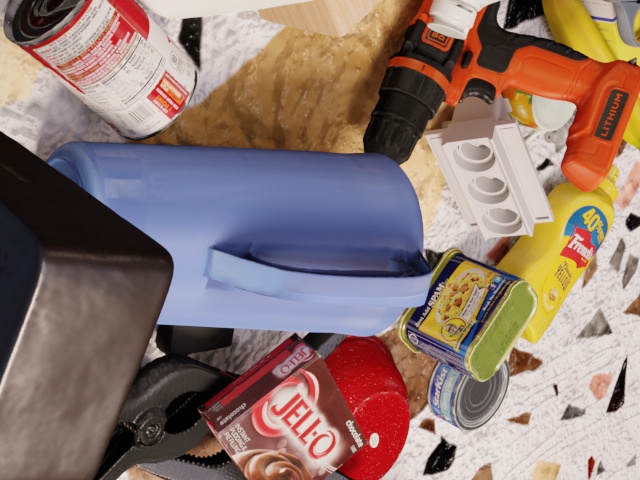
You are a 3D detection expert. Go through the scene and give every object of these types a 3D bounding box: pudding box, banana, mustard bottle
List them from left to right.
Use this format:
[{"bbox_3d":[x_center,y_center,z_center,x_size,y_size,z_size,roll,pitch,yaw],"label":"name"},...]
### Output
[{"bbox_3d":[-0.025,0.134,0.768,0.090,0.039,0.113,-37,134,-12],"label":"pudding box"},{"bbox_3d":[0.236,0.002,1.047,0.191,0.058,0.096,-53,136,-13],"label":"mustard bottle"},{"bbox_3d":[0.255,-0.162,0.978,0.037,0.069,0.197,-36,104,2],"label":"banana"}]

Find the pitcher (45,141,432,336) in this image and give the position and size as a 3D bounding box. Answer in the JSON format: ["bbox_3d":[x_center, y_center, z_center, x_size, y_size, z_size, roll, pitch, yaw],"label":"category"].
[{"bbox_3d":[-0.055,0.001,0.698,0.242,0.149,0.145,2,63,-36],"label":"pitcher"}]

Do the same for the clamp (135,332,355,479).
[{"bbox_3d":[-0.048,0.132,0.820,0.209,0.036,0.164,0,94,-25],"label":"clamp"}]

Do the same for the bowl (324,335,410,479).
[{"bbox_3d":[0.026,0.162,0.921,0.161,0.055,0.162,-20,120,-37],"label":"bowl"}]

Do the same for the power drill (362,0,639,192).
[{"bbox_3d":[0.143,-0.110,0.832,0.057,0.187,0.184,118,-3,-79],"label":"power drill"}]

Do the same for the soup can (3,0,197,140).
[{"bbox_3d":[-0.130,-0.115,0.643,0.068,0.069,0.102,-56,136,-10],"label":"soup can"}]

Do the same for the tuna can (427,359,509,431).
[{"bbox_3d":[0.146,0.141,1.039,0.085,0.034,0.086,-19,120,-37],"label":"tuna can"}]

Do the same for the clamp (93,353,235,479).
[{"bbox_3d":[-0.130,0.133,0.728,0.171,0.039,0.120,-7,120,-41],"label":"clamp"}]

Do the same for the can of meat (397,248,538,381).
[{"bbox_3d":[0.134,0.067,0.960,0.102,0.084,0.057,-55,135,-11],"label":"can of meat"}]
